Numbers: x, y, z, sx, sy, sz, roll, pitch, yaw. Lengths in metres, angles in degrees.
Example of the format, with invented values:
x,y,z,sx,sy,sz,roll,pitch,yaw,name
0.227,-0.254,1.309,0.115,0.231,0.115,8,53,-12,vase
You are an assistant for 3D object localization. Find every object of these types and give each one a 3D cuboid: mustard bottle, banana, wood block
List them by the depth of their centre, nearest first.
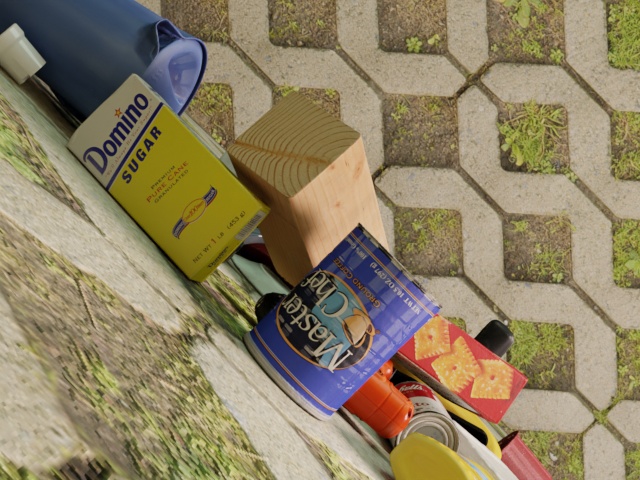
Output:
x,y,z,sx,sy,sz,roll,pitch,yaw,name
0.127,0.232,0.991,0.096,0.058,0.191,45,2,26,mustard bottle
-0.006,-0.029,1.020,0.091,0.090,0.206,38,-19,30,wood block
0.164,0.214,1.339,0.198,0.037,0.069,46,2,24,banana

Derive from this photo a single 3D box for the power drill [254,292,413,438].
x,y,z,sx,sy,sz,roll,pitch,yaw,name
0.013,0.116,1.084,0.184,0.057,0.187,43,4,1,power drill

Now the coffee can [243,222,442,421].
x,y,z,sx,sy,sz,roll,pitch,yaw,name
0.019,0.069,0.911,0.103,0.140,0.103,45,2,-3,coffee can

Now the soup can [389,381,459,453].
x,y,z,sx,sy,sz,roll,pitch,yaw,name
0.101,0.193,1.102,0.068,0.068,0.102,45,3,-10,soup can

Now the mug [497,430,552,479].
x,y,z,sx,sy,sz,roll,pitch,yaw,name
0.255,0.323,1.446,0.081,0.093,0.117,50,34,7,mug

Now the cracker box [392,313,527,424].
x,y,z,sx,sy,sz,roll,pitch,yaw,name
0.112,0.111,1.227,0.213,0.072,0.164,38,-6,-12,cracker box

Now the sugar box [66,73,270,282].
x,y,z,sx,sy,sz,roll,pitch,yaw,name
-0.137,-0.057,0.956,0.176,0.093,0.048,45,2,11,sugar box

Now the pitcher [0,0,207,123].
x,y,z,sx,sy,sz,roll,pitch,yaw,name
-0.248,-0.202,1.093,0.243,0.149,0.145,36,6,13,pitcher
